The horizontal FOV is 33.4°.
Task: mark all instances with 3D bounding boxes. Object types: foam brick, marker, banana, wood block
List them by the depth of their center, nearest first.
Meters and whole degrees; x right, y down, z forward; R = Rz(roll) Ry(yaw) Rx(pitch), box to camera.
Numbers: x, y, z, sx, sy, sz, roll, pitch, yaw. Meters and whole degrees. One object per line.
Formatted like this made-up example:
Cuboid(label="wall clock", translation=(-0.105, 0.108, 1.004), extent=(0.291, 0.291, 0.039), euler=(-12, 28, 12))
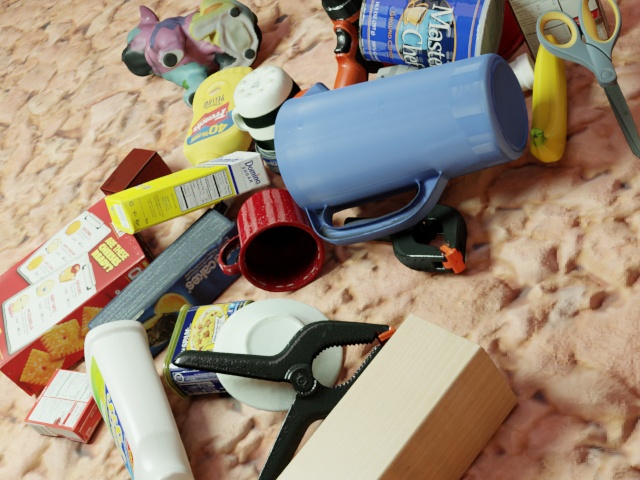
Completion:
Cuboid(label="wood block", translation=(0.062, 0.177, 0.906), extent=(0.091, 0.090, 0.206), euler=(23, 67, 47))
Cuboid(label="banana", translation=(0.238, -0.138, 1.107), extent=(0.037, 0.069, 0.197), euler=(4, 40, 11))
Cuboid(label="marker", translation=(-0.139, -0.008, 1.291), extent=(0.020, 0.020, 0.121), euler=(2, 53, 38))
Cuboid(label="foam brick", translation=(-0.241, -0.076, 1.410), extent=(0.053, 0.051, 0.078), euler=(15, 61, 45))

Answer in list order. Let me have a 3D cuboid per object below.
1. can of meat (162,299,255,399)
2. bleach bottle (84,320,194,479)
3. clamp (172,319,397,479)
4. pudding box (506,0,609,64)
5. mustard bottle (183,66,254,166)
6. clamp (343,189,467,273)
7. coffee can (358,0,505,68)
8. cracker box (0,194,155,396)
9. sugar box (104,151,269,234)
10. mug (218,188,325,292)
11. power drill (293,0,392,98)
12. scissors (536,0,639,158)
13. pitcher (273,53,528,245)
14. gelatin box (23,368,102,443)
Cuboid(label="can of meat", translation=(-0.108, 0.112, 1.121), extent=(0.084, 0.057, 0.102), euler=(-9, 47, 26))
Cuboid(label="bleach bottle", translation=(-0.172, 0.190, 1.058), extent=(0.068, 0.103, 0.251), euler=(-10, 35, -21))
Cuboid(label="clamp", translation=(-0.016, 0.146, 1.007), extent=(0.210, 0.036, 0.164), euler=(-22, 77, -3))
Cuboid(label="pudding box", translation=(0.259, -0.257, 1.172), extent=(0.090, 0.113, 0.039), euler=(-16, 41, 22))
Cuboid(label="mustard bottle", translation=(-0.131, -0.142, 1.389), extent=(0.096, 0.058, 0.191), euler=(-17, 43, 24))
Cuboid(label="clamp", translation=(0.092, -0.011, 1.112), extent=(0.120, 0.039, 0.171), euler=(-37, 32, 8))
Cuboid(label="coffee can", translation=(0.126, -0.243, 1.198), extent=(0.140, 0.103, 0.102), euler=(12, 57, 18))
Cuboid(label="cracker box", translation=(-0.303, 0.064, 1.301), extent=(0.213, 0.072, 0.164), euler=(-37, 40, -2))
Cuboid(label="sugar box", translation=(-0.158, -0.059, 1.260), extent=(0.176, 0.048, 0.093), euler=(-24, 15, -19))
Cuboid(label="mug", translation=(-0.058, 0.001, 1.168), extent=(0.117, 0.093, 0.081), euler=(-26, 35, 7))
Cuboid(label="power drill", translation=(0.022, -0.216, 1.267), extent=(0.057, 0.184, 0.187), euler=(1, 61, 37))
Cuboid(label="scissors", translation=(0.273, -0.171, 1.094), extent=(0.096, 0.016, 0.201), euler=(-4, 67, 14))
Cuboid(label="pitcher", translation=(0.084, -0.100, 1.096), extent=(0.243, 0.149, 0.144), euler=(-12, 23, 31))
Cuboid(label="gelatin box", translation=(-0.278, 0.184, 1.195), extent=(0.089, 0.030, 0.073), euler=(1, 50, 37))
